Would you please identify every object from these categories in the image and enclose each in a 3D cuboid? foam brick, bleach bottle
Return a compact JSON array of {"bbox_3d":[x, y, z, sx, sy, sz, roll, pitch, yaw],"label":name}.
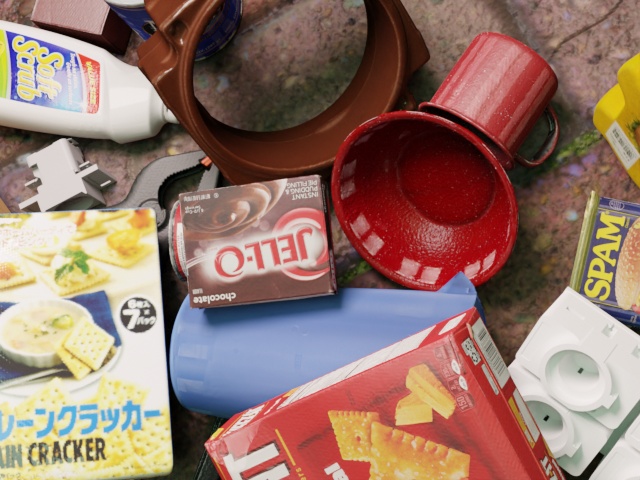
[{"bbox_3d":[-0.219,-0.212,0.993,0.078,0.053,0.051,15,83,14],"label":"foam brick"},{"bbox_3d":[-0.236,-0.148,0.982,0.251,0.068,0.102,10,76,11],"label":"bleach bottle"}]

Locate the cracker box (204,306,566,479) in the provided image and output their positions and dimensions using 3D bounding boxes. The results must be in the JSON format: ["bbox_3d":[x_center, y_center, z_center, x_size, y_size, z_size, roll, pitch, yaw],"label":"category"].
[{"bbox_3d":[0.048,0.166,0.745,0.214,0.072,0.164,-27,90,24],"label":"cracker box"}]

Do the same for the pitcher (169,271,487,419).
[{"bbox_3d":[0.007,0.107,0.848,0.243,0.149,0.145,4,119,17],"label":"pitcher"}]

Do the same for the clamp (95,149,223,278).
[{"bbox_3d":[-0.158,-0.023,0.949,0.120,0.039,0.171,37,84,0],"label":"clamp"}]

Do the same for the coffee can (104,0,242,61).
[{"bbox_3d":[-0.136,-0.227,0.932,0.103,0.140,0.103,-2,79,12],"label":"coffee can"}]

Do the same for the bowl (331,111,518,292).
[{"bbox_3d":[0.091,-0.039,0.868,0.162,0.055,0.162,15,124,24],"label":"bowl"}]

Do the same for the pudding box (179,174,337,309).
[{"bbox_3d":[-0.047,0.003,0.816,0.113,0.039,0.090,-8,82,10],"label":"pudding box"}]

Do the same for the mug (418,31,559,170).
[{"bbox_3d":[0.151,-0.110,0.882,0.117,0.093,0.081,36,83,-15],"label":"mug"}]
